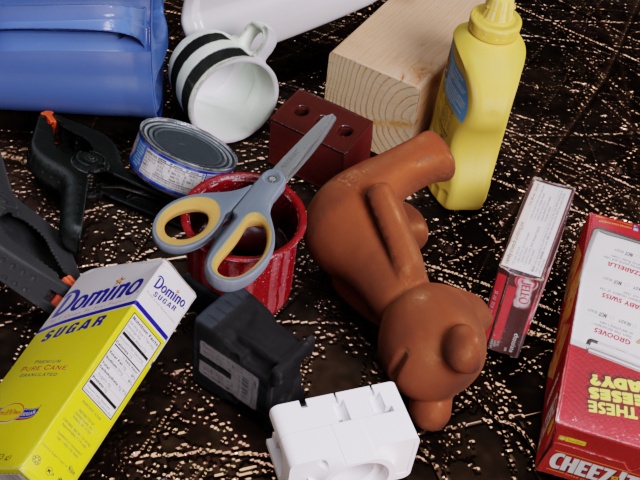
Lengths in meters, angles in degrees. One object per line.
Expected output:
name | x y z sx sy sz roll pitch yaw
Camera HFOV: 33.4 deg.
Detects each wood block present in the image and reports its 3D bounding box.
wood block | 0.095 -0.174 1.002 0.091 0.090 0.205 27 49 18

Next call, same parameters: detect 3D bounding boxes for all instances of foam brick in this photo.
foam brick | 0.000 -0.086 0.929 0.078 0.051 0.052 26 49 16

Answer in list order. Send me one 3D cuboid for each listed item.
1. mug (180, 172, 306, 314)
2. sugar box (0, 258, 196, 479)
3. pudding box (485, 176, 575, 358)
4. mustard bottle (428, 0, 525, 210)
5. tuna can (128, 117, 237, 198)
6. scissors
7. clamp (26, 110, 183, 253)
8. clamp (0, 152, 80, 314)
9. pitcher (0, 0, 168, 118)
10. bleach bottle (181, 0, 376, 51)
mug | -0.055 0.001 0.817 0.093 0.081 0.117 20 47 12
sugar box | -0.163 0.089 0.703 0.094 0.048 0.176 -9 41 39
pudding box | 0.158 0.020 0.822 0.039 0.090 0.113 18 46 10
mustard bottle | 0.129 -0.122 0.884 0.058 0.192 0.096 2 46 -7
tuna can | -0.114 -0.067 0.885 0.086 0.034 0.086 21 23 -10
scissors | -0.057 -0.041 0.787 0.096 0.016 0.201 14 46 6
clamp | -0.194 -0.048 0.869 0.172 0.039 0.120 36 31 28
clamp | -0.251 -0.023 0.819 0.210 0.036 0.164 41 17 11
pitcher | -0.255 -0.174 0.920 0.242 0.149 0.145 0 46 -4
bleach bottle | -0.001 -0.237 0.996 0.251 0.068 0.102 -14 39 15
